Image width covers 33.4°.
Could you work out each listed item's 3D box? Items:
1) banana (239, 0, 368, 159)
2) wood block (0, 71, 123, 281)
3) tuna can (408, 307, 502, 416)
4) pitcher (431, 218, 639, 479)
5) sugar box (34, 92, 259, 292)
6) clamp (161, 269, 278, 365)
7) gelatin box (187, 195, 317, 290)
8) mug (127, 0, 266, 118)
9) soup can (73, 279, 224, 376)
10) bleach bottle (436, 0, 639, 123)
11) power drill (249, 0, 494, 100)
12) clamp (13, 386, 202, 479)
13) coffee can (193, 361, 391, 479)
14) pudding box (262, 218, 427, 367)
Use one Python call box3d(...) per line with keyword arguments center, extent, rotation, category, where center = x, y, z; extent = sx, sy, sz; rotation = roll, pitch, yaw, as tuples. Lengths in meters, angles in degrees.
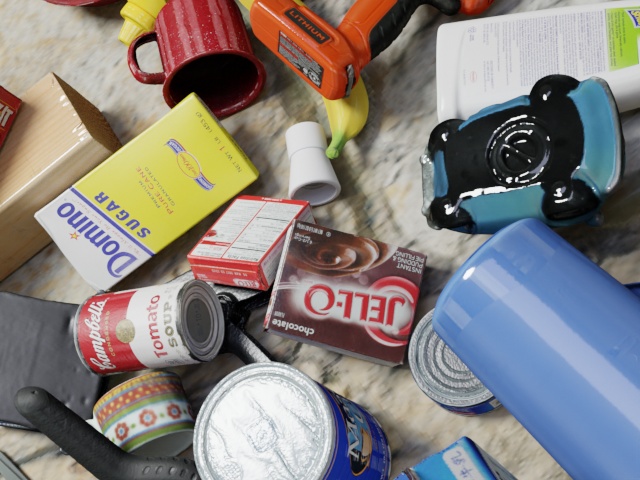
box3d(center=(-0.011, -0.162, 0.923), extent=(0.037, 0.069, 0.198), rotation=(-43, 72, 39), category="banana")
box3d(center=(-0.285, -0.046, 0.981), extent=(0.206, 0.090, 0.091), rotation=(-37, 64, 5), category="wood block")
box3d(center=(0.111, 0.088, 0.810), extent=(0.086, 0.033, 0.086), rotation=(-7, 69, 19), category="tuna can")
box3d(center=(0.201, 0.093, 0.709), extent=(0.243, 0.149, 0.145), rotation=(44, 116, 21), category="pitcher")
box3d(center=(-0.150, -0.040, 0.929), extent=(0.176, 0.048, 0.093), rotation=(-37, 98, 4), category="sugar box")
box3d(center=(-0.068, 0.054, 0.891), extent=(0.172, 0.039, 0.120), rotation=(16, 70, 25), category="clamp")
box3d(center=(-0.056, 0.001, 0.882), extent=(0.073, 0.030, 0.089), rotation=(6, 42, 32), category="gelatin box")
box3d(center=(-0.114, -0.167, 0.952), extent=(0.117, 0.093, 0.081), rotation=(-10, 60, -12), category="mug")
box3d(center=(-0.137, 0.070, 0.858), extent=(0.102, 0.068, 0.068), rotation=(-10, 68, 26), category="soup can")
box3d(center=(0.219, -0.136, 0.833), extent=(0.251, 0.068, 0.102), rotation=(-4, 70, 18), category="bleach bottle")
box3d(center=(0.032, -0.221, 0.897), extent=(0.187, 0.057, 0.184), rotation=(-42, 75, -16), category="power drill")
box3d(center=(-0.151, 0.202, 0.829), extent=(0.210, 0.165, 0.036), rotation=(21, 37, -8), category="clamp")
box3d(center=(-0.016, 0.153, 0.777), extent=(0.103, 0.140, 0.103), rotation=(-7, 69, 19), category="coffee can")
box3d(center=(0.019, 0.042, 0.836), extent=(0.113, 0.039, 0.090), rotation=(15, 75, -3), category="pudding box")
